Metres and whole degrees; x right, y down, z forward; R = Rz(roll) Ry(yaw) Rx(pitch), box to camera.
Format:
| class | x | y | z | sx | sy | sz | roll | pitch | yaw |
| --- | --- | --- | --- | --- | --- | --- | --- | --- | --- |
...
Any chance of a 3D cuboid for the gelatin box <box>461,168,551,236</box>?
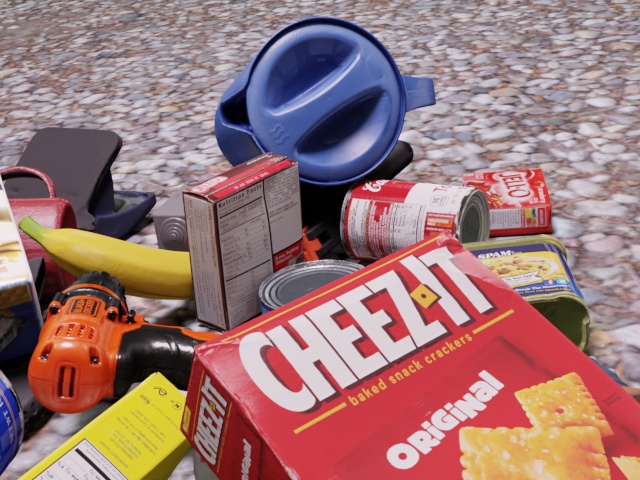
| class | x | y | z | sx | sy | sz | roll | pitch | yaw |
| --- | --- | --- | --- | --- | --- | --- | --- | --- | --- |
| gelatin box | 0.160 | -0.034 | 0.927 | 0.073 | 0.030 | 0.089 | -3 | 24 | 8 |

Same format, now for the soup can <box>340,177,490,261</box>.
| class | x | y | z | sx | sy | sz | roll | pitch | yaw |
| --- | --- | --- | --- | --- | --- | --- | --- | --- | --- |
| soup can | 0.076 | -0.013 | 0.851 | 0.102 | 0.068 | 0.068 | 7 | 27 | 29 |

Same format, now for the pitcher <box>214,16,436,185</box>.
| class | x | y | z | sx | sy | sz | roll | pitch | yaw |
| --- | --- | --- | --- | --- | --- | --- | --- | --- | --- |
| pitcher | -0.014 | -0.113 | 0.954 | 0.145 | 0.149 | 0.243 | -55 | 13 | -7 |

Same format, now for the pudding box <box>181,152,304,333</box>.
| class | x | y | z | sx | sy | sz | roll | pitch | yaw |
| --- | --- | --- | --- | --- | --- | --- | --- | --- | --- |
| pudding box | -0.055 | 0.001 | 0.799 | 0.039 | 0.113 | 0.089 | 19 | 34 | 39 |

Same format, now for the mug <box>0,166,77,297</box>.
| class | x | y | z | sx | sy | sz | roll | pitch | yaw |
| --- | --- | --- | --- | --- | --- | --- | --- | --- | --- |
| mug | -0.246 | -0.005 | 0.877 | 0.081 | 0.117 | 0.093 | -2 | -18 | -1 |

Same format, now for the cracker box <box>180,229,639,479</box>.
| class | x | y | z | sx | sy | sz | roll | pitch | yaw |
| --- | --- | --- | --- | --- | --- | --- | --- | --- | --- |
| cracker box | 0.065 | 0.105 | 0.477 | 0.163 | 0.072 | 0.214 | -23 | 55 | -33 |

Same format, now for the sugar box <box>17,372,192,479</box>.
| class | x | y | z | sx | sy | sz | roll | pitch | yaw |
| --- | --- | --- | --- | --- | --- | --- | --- | --- | --- |
| sugar box | -0.134 | 0.143 | 0.517 | 0.048 | 0.093 | 0.176 | 39 | 39 | 7 |

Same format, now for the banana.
| class | x | y | z | sx | sy | sz | roll | pitch | yaw |
| --- | --- | --- | --- | --- | --- | --- | --- | --- | --- |
| banana | -0.126 | 0.016 | 0.804 | 0.197 | 0.037 | 0.070 | 14 | 33 | -42 |

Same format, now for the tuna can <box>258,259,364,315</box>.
| class | x | y | z | sx | sy | sz | roll | pitch | yaw |
| --- | --- | --- | --- | --- | --- | --- | --- | --- | --- |
| tuna can | -0.001 | 0.047 | 0.778 | 0.086 | 0.034 | 0.086 | -6 | 23 | 2 |

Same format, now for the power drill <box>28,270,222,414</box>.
| class | x | y | z | sx | sy | sz | roll | pitch | yaw |
| --- | --- | --- | --- | --- | --- | --- | --- | --- | --- |
| power drill | -0.080 | 0.065 | 0.672 | 0.187 | 0.057 | 0.184 | 5 | 14 | -7 |

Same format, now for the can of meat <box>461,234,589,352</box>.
| class | x | y | z | sx | sy | sz | roll | pitch | yaw |
| --- | --- | --- | --- | --- | --- | --- | --- | --- | --- |
| can of meat | 0.126 | 0.043 | 0.724 | 0.102 | 0.057 | 0.084 | -6 | 25 | 3 |

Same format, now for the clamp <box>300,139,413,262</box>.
| class | x | y | z | sx | sy | sz | roll | pitch | yaw |
| --- | --- | --- | --- | --- | --- | --- | --- | --- | --- |
| clamp | 0.021 | -0.035 | 0.930 | 0.120 | 0.039 | 0.171 | -30 | 19 | 22 |
